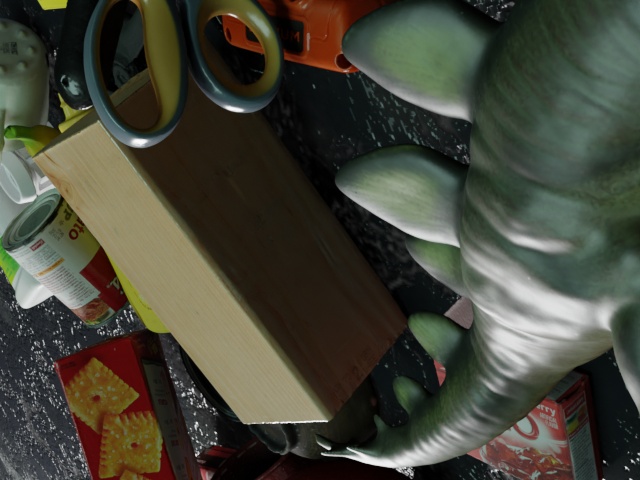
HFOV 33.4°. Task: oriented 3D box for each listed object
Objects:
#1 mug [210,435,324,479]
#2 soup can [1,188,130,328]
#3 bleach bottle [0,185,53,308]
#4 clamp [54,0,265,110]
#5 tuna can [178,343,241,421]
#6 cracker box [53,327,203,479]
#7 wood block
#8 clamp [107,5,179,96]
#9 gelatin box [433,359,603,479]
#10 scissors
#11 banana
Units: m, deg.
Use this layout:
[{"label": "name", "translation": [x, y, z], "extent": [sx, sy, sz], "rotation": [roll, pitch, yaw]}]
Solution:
[{"label": "mug", "translation": [-0.037, 0.204, 0.821], "extent": [0.081, 0.117, 0.093], "rotation": [55, -171, -10]}, {"label": "soup can", "translation": [-0.203, 0.014, 0.880], "extent": [0.069, 0.068, 0.102], "rotation": [7, 145, 53]}, {"label": "bleach bottle", "translation": [-0.313, -0.063, 1.001], "extent": [0.251, 0.068, 0.103], "rotation": [57, 151, 2]}, {"label": "clamp", "translation": [-0.082, -0.168, 0.520], "extent": [0.036, 0.164, 0.210], "rotation": [-8, 92, 31]}, {"label": "tuna can", "translation": [-0.073, 0.099, 0.839], "extent": [0.086, 0.033, 0.086], "rotation": [37, 146, 30]}, {"label": "cracker box", "translation": [-0.145, 0.184, 0.882], "extent": [0.164, 0.072, 0.214], "rotation": [152, 101, -87]}, {"label": "wood block", "translation": [-0.054, 0.000, 0.616], "extent": [0.091, 0.090, 0.206], "rotation": [-14, 117, 52]}, {"label": "clamp", "translation": [-0.112, -0.119, 0.670], "extent": [0.172, 0.039, 0.120], "rotation": [19, 133, 39]}, {"label": "gelatin box", "translation": [0.105, 0.093, 0.575], "extent": [0.089, 0.030, 0.073], "rotation": [21, 136, 45]}, {"label": "scissors", "translation": [-0.062, -0.138, 0.467], "extent": [0.016, 0.096, 0.202], "rotation": [158, 113, -67]}, {"label": "banana", "translation": [-0.176, -0.019, 0.841], "extent": [0.037, 0.069, 0.197], "rotation": [-23, 112, 33]}]
